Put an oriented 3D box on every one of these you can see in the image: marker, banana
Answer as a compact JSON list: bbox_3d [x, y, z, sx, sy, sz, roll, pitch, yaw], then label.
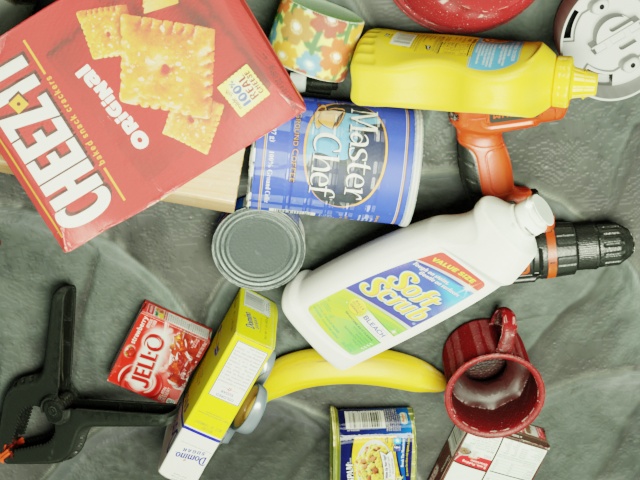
[{"bbox_3d":[-0.045,-0.139,0.929,0.121,0.020,0.020,4,115,-2],"label":"marker"},{"bbox_3d":[0.025,0.131,1.048,0.198,0.037,0.069,-5,143,6],"label":"banana"}]

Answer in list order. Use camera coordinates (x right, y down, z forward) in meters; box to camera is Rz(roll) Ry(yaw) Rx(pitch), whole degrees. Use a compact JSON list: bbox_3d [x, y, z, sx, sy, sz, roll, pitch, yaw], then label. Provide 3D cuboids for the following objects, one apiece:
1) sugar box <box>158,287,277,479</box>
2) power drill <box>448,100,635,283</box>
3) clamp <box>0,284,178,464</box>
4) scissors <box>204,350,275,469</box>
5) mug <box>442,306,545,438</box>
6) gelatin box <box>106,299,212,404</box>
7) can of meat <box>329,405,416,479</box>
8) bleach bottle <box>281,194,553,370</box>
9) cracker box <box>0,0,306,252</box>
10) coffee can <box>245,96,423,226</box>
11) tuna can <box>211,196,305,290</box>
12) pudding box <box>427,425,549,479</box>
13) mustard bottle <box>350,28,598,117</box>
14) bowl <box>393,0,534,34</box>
[{"bbox_3d":[-0.099,0.140,1.018,0.048,0.093,0.176,27,112,-12],"label":"sugar box"},{"bbox_3d":[0.187,-0.050,0.949,0.184,0.057,0.188,-6,115,3],"label":"power drill"},{"bbox_3d":[-0.255,0.148,1.040,0.210,0.036,0.164,-33,92,27],"label":"clamp"},{"bbox_3d":[-0.091,0.194,1.047,0.016,0.096,0.202,22,110,-14],"label":"scissors"},{"bbox_3d":[0.162,0.117,1.014,0.093,0.081,0.117,8,115,-4],"label":"mug"},{"bbox_3d":[-0.157,0.112,1.039,0.073,0.030,0.089,26,112,-11],"label":"gelatin box"},{"bbox_3d":[0.052,0.216,1.074,0.084,0.057,0.102,-1,116,-2],"label":"can of meat"},{"bbox_3d":[0.087,0.024,0.937,0.251,0.068,0.102,-32,107,33],"label":"bleach bottle"},{"bbox_3d":[-0.142,-0.115,0.807,0.214,0.072,0.164,-31,99,3],"label":"cracker box"},{"bbox_3d":[0.011,-0.070,0.915,0.140,0.103,0.103,6,115,-3],"label":"coffee can"},{"bbox_3d":[-0.056,0.001,0.986,0.086,0.033,0.086,0,115,0],"label":"tuna can"},{"bbox_3d":[0.170,0.233,1.092,0.090,0.039,0.114,18,115,-9],"label":"pudding box"},{"bbox_3d":[0.126,-0.134,0.864,0.192,0.096,0.058,7,117,15],"label":"mustard bottle"},{"bbox_3d":[0.128,-0.235,0.849,0.162,0.055,0.162,-5,119,-9],"label":"bowl"}]
